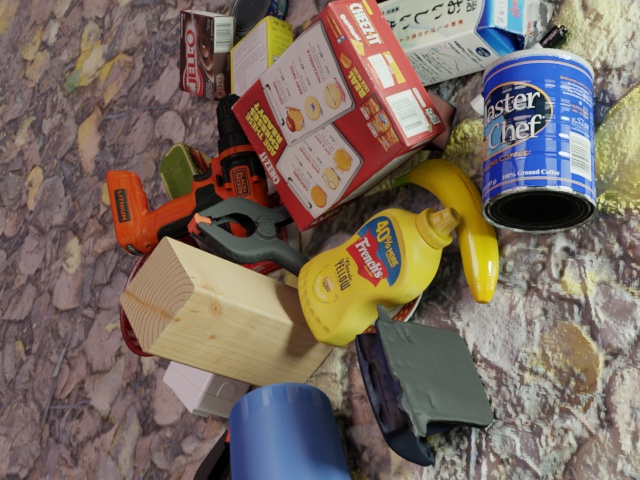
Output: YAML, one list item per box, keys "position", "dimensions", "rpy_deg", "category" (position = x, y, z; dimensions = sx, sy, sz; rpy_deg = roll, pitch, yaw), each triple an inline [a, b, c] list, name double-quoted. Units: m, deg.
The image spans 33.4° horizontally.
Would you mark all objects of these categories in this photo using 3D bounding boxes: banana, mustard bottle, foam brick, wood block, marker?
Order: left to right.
- position: [-0.094, 0.084, 1.124]
  dimensions: [0.090, 0.205, 0.091]
  rpy_deg: [-51, 44, 16]
  category: "wood block"
- position: [0.063, 0.024, 1.067]
  dimensions: [0.192, 0.058, 0.096]
  rpy_deg: [-36, 50, 31]
  category: "mustard bottle"
- position: [0.096, -0.128, 1.143]
  dimensions: [0.078, 0.051, 0.053]
  rpy_deg: [5, 75, 47]
  category: "foam brick"
- position: [0.138, -0.024, 1.067]
  dimensions: [0.070, 0.037, 0.198]
  rpy_deg: [-66, 34, 33]
  category: "banana"
- position: [0.202, -0.173, 1.079]
  dimensions: [0.121, 0.020, 0.020]
  rpy_deg: [-42, 46, 24]
  category: "marker"

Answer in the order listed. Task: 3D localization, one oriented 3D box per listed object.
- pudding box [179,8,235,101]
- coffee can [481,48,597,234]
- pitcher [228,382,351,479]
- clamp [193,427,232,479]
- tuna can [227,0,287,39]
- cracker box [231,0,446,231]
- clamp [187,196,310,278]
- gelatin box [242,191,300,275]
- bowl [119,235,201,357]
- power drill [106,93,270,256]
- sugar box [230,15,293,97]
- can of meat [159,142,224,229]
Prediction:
- position: [-0.153, -0.250, 1.438]
  dimensions: [0.090, 0.039, 0.113]
  rpy_deg: [23, 115, 48]
  category: "pudding box"
- position: [0.200, -0.090, 0.979]
  dimensions: [0.103, 0.102, 0.140]
  rpy_deg: [-16, 61, 41]
  category: "coffee can"
- position: [-0.026, 0.271, 1.039]
  dimensions: [0.149, 0.144, 0.243]
  rpy_deg: [-28, 49, 20]
  category: "pitcher"
- position: [-0.110, 0.311, 1.162]
  dimensions: [0.165, 0.036, 0.210]
  rpy_deg: [14, 82, 49]
  category: "clamp"
- position: [-0.084, -0.305, 1.426]
  dimensions: [0.086, 0.033, 0.086]
  rpy_deg: [-22, 57, 38]
  category: "tuna can"
- position: [0.015, -0.129, 1.121]
  dimensions: [0.214, 0.071, 0.164]
  rpy_deg: [-38, 79, 51]
  category: "cracker box"
- position: [-0.058, 0.001, 1.173]
  dimensions: [0.039, 0.171, 0.120]
  rpy_deg: [120, 142, -50]
  category: "clamp"
- position: [-0.059, -0.009, 1.264]
  dimensions: [0.073, 0.030, 0.089]
  rpy_deg: [-24, 56, 38]
  category: "gelatin box"
- position: [-0.180, 0.073, 1.332]
  dimensions: [0.162, 0.055, 0.162]
  rpy_deg: [-22, 57, 38]
  category: "bowl"
- position: [-0.154, -0.068, 1.255]
  dimensions: [0.188, 0.057, 0.184]
  rpy_deg: [-15, 73, 11]
  category: "power drill"
- position: [-0.072, -0.186, 1.344]
  dimensions: [0.094, 0.048, 0.176]
  rpy_deg: [-34, 52, 45]
  category: "sugar box"
- position: [-0.149, -0.069, 1.346]
  dimensions: [0.057, 0.083, 0.102]
  rpy_deg: [-47, 44, 20]
  category: "can of meat"
